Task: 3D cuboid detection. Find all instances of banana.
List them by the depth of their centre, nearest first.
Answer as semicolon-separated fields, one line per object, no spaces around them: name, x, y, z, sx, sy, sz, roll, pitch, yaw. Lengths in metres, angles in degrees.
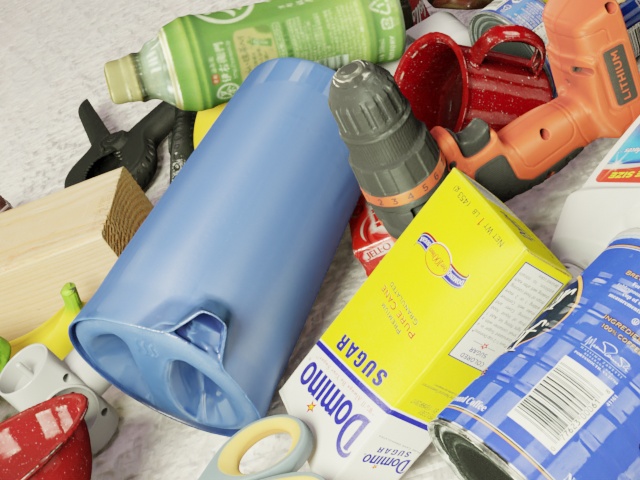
banana;-0.238;0.085;0.816;0.198;0.069;0.037;-27;34;22

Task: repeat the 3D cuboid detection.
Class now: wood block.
wood block;-0.229;0.030;0.855;0.206;0.090;0.090;-19;37;19

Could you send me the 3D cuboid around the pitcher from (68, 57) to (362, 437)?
pitcher;-0.055;0.001;0.717;0.149;0.145;0.242;7;55;32

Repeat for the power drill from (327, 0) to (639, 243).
power drill;0.104;-0.074;0.649;0.187;0.184;0.057;-38;40;-9

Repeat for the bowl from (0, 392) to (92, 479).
bowl;-0.190;0.157;0.617;0.162;0.055;0.162;-30;12;7

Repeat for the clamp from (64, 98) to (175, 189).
clamp;-0.195;-0.085;1.011;0.165;0.036;0.209;-7;43;30

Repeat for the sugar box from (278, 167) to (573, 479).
sugar box;0.051;0.055;0.598;0.176;0.048;0.093;-51;33;14

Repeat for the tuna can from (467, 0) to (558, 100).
tuna can;0.149;-0.139;0.778;0.033;0.086;0.086;-39;36;-12

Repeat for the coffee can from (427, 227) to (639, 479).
coffee can;0.137;0.077;0.516;0.140;0.102;0.103;-42;37;-14

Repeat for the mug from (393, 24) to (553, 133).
mug;0.109;-0.098;0.725;0.117;0.081;0.093;-59;38;39

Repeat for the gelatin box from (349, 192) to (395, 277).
gelatin box;0.057;-0.023;0.756;0.073;0.030;0.089;-23;36;14

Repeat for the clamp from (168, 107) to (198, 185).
clamp;-0.109;-0.079;0.912;0.039;0.120;0.171;-1;61;5

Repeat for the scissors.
scissors;-0.083;0.146;0.592;0.202;0.016;0.096;-12;37;18
